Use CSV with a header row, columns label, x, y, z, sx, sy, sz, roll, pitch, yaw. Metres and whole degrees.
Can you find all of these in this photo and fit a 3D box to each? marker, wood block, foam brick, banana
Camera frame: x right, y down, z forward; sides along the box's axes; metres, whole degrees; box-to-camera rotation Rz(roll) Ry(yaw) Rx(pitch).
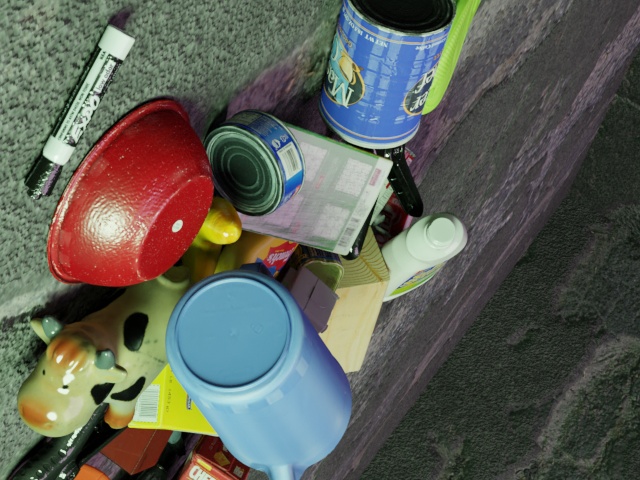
label,x,y,z,sx,sy,sz,roll,pitch,yaw
marker,-0.154,-0.079,0.675,0.121,0.020,0.020,-60,165,8
wood block,0.015,0.079,1.326,0.090,0.091,0.206,-8,145,-16
foam brick,-0.180,0.185,1.067,0.078,0.051,0.053,-60,164,9
banana,-0.094,0.000,0.916,0.037,0.069,0.198,-18,164,-18

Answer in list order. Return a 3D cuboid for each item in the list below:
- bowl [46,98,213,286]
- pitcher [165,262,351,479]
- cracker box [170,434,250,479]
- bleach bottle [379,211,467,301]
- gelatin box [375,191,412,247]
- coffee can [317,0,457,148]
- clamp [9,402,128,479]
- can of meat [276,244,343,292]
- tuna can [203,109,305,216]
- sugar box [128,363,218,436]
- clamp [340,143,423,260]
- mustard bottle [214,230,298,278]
label,x,y,z,sx,sy,sz,roll,pitch,yaw
bowl,-0.129,-0.023,0.799,0.162,0.055,0.162,-52,164,-21
pitcher,-0.052,0.103,0.909,0.145,0.149,0.243,-47,160,-12
cracker box,-0.156,0.309,1.258,0.214,0.072,0.164,-56,-178,17
bleach bottle,0.111,0.015,1.264,0.102,0.068,0.251,-25,173,-9
gelatin box,0.080,-0.029,1.404,0.030,0.073,0.089,-47,162,-44
coffee can,0.060,-0.171,0.999,0.102,0.103,0.140,-45,161,-38
clamp,-0.230,0.190,0.943,0.171,0.039,0.120,-49,159,-31
can of meat,-0.019,0.032,1.170,0.057,0.084,0.102,5,129,-23
tuna can,-0.056,-0.063,0.886,0.033,0.086,0.086,-40,157,-44
sugar box,-0.118,0.142,1.042,0.176,0.048,0.093,24,69,-59
clamp,0.062,-0.089,1.150,0.164,0.036,0.210,-40,132,-48
mustard bottle,-0.057,0.002,1.070,0.191,0.058,0.096,-58,164,4
